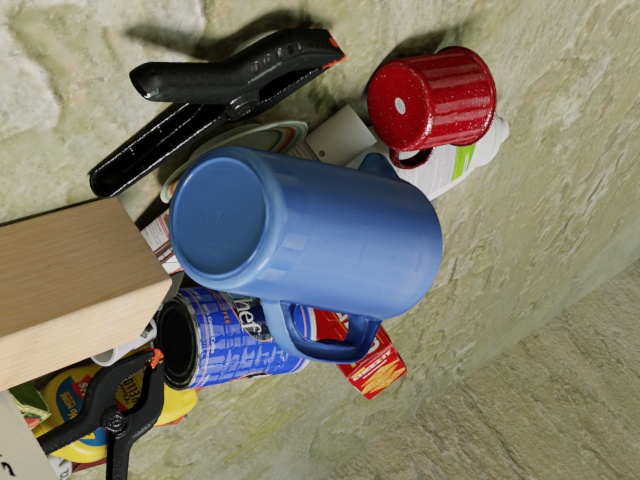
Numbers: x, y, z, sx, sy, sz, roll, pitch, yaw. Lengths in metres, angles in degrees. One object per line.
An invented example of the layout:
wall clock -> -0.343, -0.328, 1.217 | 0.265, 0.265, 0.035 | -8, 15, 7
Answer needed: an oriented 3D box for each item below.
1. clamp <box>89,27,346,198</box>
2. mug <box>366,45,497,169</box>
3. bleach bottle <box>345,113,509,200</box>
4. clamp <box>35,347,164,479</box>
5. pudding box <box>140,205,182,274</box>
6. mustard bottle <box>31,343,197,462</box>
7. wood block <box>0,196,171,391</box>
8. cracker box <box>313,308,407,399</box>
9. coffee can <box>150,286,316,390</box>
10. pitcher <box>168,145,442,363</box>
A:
clamp -> -0.072, -0.102, 0.774 | 0.209, 0.036, 0.165 | -28, 171, -37
mug -> 0.093, -0.115, 0.960 | 0.081, 0.093, 0.117 | -15, 137, -39
bleach bottle -> 0.112, -0.084, 1.100 | 0.250, 0.068, 0.103 | -21, 129, -44
clamp -> -0.200, 0.186, 1.044 | 0.171, 0.120, 0.039 | -49, -154, -17
pudding box -> -0.104, -0.009, 0.928 | 0.090, 0.039, 0.113 | -36, 170, 35
mustard bottle -> -0.228, 0.170, 1.088 | 0.191, 0.096, 0.058 | -26, 170, -28
wood block -> -0.227, 0.049, 0.785 | 0.205, 0.091, 0.090 | -20, 157, -42
cracker box -> 0.023, 0.094, 1.253 | 0.072, 0.164, 0.213 | -37, 163, -2
coffee can -> -0.090, 0.094, 1.093 | 0.140, 0.103, 0.103 | -4, 146, -36
pitcher -> -0.010, 0.005, 0.872 | 0.145, 0.149, 0.242 | -44, 154, 21
